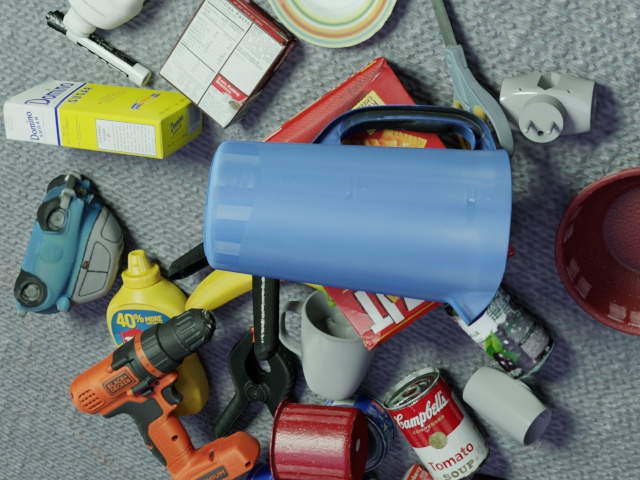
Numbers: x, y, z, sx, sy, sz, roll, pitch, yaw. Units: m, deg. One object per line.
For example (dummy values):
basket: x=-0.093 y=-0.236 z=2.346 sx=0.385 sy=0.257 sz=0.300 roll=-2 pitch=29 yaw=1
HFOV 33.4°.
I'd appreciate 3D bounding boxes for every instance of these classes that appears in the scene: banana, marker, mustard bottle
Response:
banana: x=-0.059 y=0.038 z=1.088 sx=0.198 sy=0.069 sz=0.037 roll=-8 pitch=138 yaw=38
marker: x=-0.224 y=-0.194 z=1.068 sx=0.121 sy=0.020 sz=0.020 roll=34 pitch=122 yaw=4
mustard bottle: x=-0.184 y=0.100 z=1.172 sx=0.096 sy=0.058 sz=0.191 roll=0 pitch=114 yaw=18

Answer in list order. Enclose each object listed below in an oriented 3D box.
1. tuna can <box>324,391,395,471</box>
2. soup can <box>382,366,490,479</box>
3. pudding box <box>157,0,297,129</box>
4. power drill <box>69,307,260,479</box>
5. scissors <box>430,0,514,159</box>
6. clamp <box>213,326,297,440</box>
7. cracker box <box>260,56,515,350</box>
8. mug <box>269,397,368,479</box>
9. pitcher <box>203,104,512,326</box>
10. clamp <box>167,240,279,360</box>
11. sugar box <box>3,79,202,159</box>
tuna can: x=0.036 y=0.207 z=1.148 sx=0.086 sy=0.033 sz=0.086 roll=9 pitch=117 yaw=18
soup can: x=0.118 y=0.189 z=1.086 sx=0.069 sy=0.068 sz=0.102 roll=-27 pitch=102 yaw=30
pudding box: x=-0.089 y=-0.175 z=1.012 sx=0.090 sy=0.039 sz=0.114 roll=41 pitch=120 yaw=1
power drill: x=-0.147 y=0.176 z=1.140 sx=0.185 sy=0.057 sz=0.187 roll=-31 pitch=105 yaw=19
scissors: x=0.126 y=-0.149 z=0.917 sx=0.016 sy=0.096 sz=0.202 roll=-21 pitch=112 yaw=-15
clamp: x=-0.072 y=0.164 z=1.170 sx=0.120 sy=0.039 sz=0.171 roll=-1 pitch=110 yaw=18
cracker box: x=0.049 y=-0.033 z=0.971 sx=0.164 sy=0.072 sz=0.213 roll=-34 pitch=98 yaw=7
mug: x=0.004 y=0.216 z=1.100 sx=0.082 sy=0.093 sz=0.117 roll=1 pitch=146 yaw=17
pitcher: x=0.032 y=-0.029 z=0.879 sx=0.243 sy=0.149 sz=0.145 roll=6 pitch=115 yaw=1
clamp: x=-0.057 y=0.001 z=1.049 sx=0.165 sy=0.036 sz=0.210 roll=44 pitch=111 yaw=32
sugar box: x=-0.214 y=-0.123 z=1.055 sx=0.176 sy=0.093 sz=0.048 roll=10 pitch=116 yaw=17
